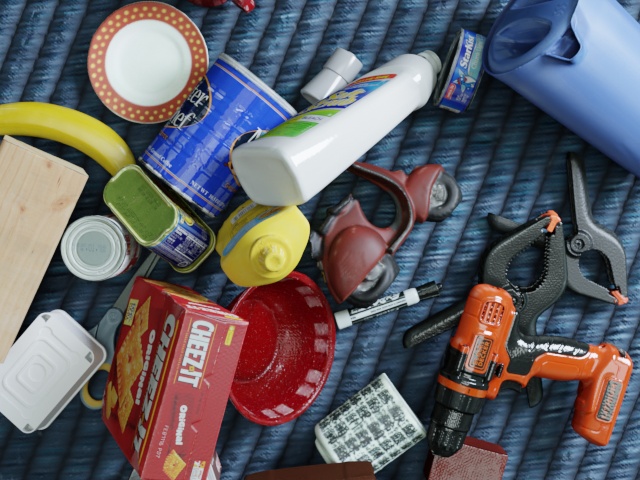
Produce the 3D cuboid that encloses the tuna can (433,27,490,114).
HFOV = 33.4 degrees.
[{"bbox_3d":[0.148,-0.177,1.121,0.033,0.086,0.086,18,91,-3],"label":"tuna can"}]

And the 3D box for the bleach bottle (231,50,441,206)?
[{"bbox_3d":[0.031,-0.126,1.092,0.250,0.103,0.068,-39,116,-32],"label":"bleach bottle"}]

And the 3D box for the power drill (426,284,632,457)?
[{"bbox_3d":[0.214,0.153,1.102,0.187,0.057,0.184,16,97,-10],"label":"power drill"}]

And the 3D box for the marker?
[{"bbox_3d":[0.074,0.069,1.158,0.121,0.020,0.020,-19,91,0],"label":"marker"}]

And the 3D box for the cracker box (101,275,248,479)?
[{"bbox_3d":[-0.153,0.133,1.057,0.072,0.214,0.164,14,91,-22],"label":"cracker box"}]

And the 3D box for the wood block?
[{"bbox_3d":[-0.321,0.007,1.080,0.090,0.091,0.206,24,91,-17],"label":"wood block"}]

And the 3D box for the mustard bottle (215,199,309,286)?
[{"bbox_3d":[-0.057,0.002,1.067,0.096,0.192,0.058,-37,103,0],"label":"mustard bottle"}]

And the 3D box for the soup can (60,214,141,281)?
[{"bbox_3d":[-0.227,0.007,1.112,0.068,0.102,0.068,0,91,-1],"label":"soup can"}]

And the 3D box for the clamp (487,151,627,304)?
[{"bbox_3d":[0.263,0.004,1.151,0.120,0.039,0.171,-29,89,11],"label":"clamp"}]

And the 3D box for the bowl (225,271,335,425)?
[{"bbox_3d":[-0.058,0.109,1.116,0.161,0.055,0.162,-6,98,-45],"label":"bowl"}]

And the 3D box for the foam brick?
[{"bbox_3d":[0.155,0.240,1.147,0.078,0.051,0.053,16,92,-1],"label":"foam brick"}]

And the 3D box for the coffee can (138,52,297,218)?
[{"bbox_3d":[-0.106,-0.108,1.111,0.103,0.103,0.140,39,91,-1],"label":"coffee can"}]

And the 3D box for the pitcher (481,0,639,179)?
[{"bbox_3d":[0.289,-0.164,1.083,0.242,0.145,0.149,33,60,-24],"label":"pitcher"}]

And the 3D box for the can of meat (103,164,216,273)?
[{"bbox_3d":[-0.168,-0.023,1.102,0.057,0.083,0.102,-45,62,1],"label":"can of meat"}]

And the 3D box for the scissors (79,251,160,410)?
[{"bbox_3d":[-0.216,0.102,1.157,0.202,0.016,0.096,-41,91,1],"label":"scissors"}]

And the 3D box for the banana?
[{"bbox_3d":[-0.273,-0.108,1.142,0.198,0.037,0.069,27,90,-1],"label":"banana"}]

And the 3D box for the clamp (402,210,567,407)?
[{"bbox_3d":[0.191,0.061,1.137,0.164,0.036,0.210,19,104,0],"label":"clamp"}]
